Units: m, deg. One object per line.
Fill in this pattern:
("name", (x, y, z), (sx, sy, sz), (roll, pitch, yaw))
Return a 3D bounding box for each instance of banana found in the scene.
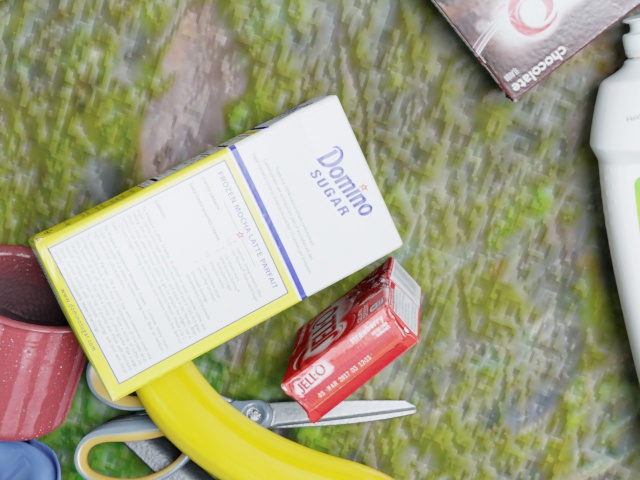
("banana", (-0.045, 0.103, 0.605), (0.198, 0.037, 0.069), (42, 82, 4))

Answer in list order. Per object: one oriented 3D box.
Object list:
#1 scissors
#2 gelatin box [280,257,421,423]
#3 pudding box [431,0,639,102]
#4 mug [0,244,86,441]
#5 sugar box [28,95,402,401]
("scissors", (-0.052, 0.088, 0.636), (0.201, 0.016, 0.096), (-17, 79, -5))
("gelatin box", (0.018, 0.051, 0.583), (0.073, 0.089, 0.030), (-39, 98, 15))
("pudding box", (0.115, -0.141, 0.544), (0.114, 0.039, 0.090), (-38, 98, 15))
("mug", (-0.183, 0.054, 0.615), (0.117, 0.093, 0.081), (34, 115, 29))
("sugar box", (-0.054, 0.001, 0.567), (0.176, 0.048, 0.093), (-28, 102, -16))
